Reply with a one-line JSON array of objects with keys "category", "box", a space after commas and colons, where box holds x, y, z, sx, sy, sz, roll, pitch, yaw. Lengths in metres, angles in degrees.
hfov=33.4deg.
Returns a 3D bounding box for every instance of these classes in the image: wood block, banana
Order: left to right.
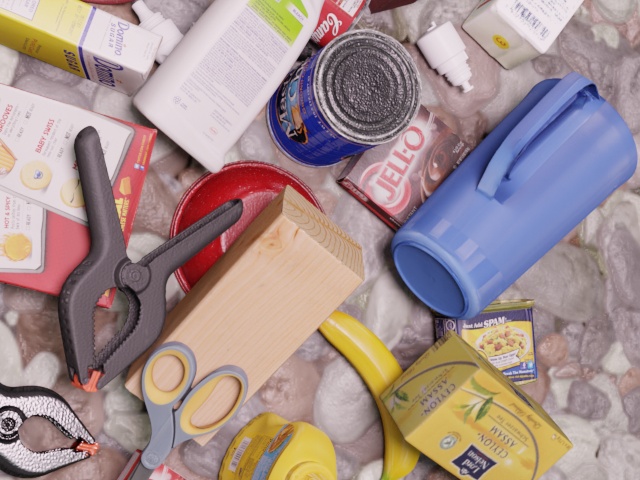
[{"category": "wood block", "box": [-0.065, 0.064, 0.920, 0.090, 0.090, 0.206, 40, 105, -12]}, {"category": "banana", "box": [0.054, 0.148, 1.032, 0.069, 0.037, 0.198, -21, 92, -22]}]

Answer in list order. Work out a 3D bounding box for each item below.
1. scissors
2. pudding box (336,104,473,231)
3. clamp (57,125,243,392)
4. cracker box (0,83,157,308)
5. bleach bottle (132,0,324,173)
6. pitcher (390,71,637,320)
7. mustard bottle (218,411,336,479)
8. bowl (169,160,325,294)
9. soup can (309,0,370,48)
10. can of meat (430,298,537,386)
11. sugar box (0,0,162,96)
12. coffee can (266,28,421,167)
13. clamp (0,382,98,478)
[{"category": "scissors", "box": [-0.149, 0.163, 0.895, 0.202, 0.016, 0.096, -40, 101, 10]}, {"category": "pudding box", "box": [0.083, -0.075, 1.060, 0.090, 0.039, 0.113, 38, 75, -13]}, {"category": "clamp", "box": [-0.168, 0.020, 0.887, 0.164, 0.036, 0.210, 33, 73, -30]}, {"category": "cracker box", "box": [-0.266, -0.045, 0.917, 0.213, 0.072, 0.164, 15, 81, -17]}, {"category": "bleach bottle", "box": [-0.053, -0.187, 0.963, 0.251, 0.068, 0.102, -49, 121, 1]}, {"category": "pitcher", "box": [0.182, -0.044, 1.021, 0.242, 0.145, 0.149, -42, 109, -23]}, {"category": "mustard bottle", "box": [-0.032, 0.201, 0.915, 0.058, 0.192, 0.096, 33, 76, -14]}, {"category": "bowl", "box": [-0.057, 0.001, 0.996, 0.162, 0.055, 0.162, 2, 85, -20]}, {"category": "soup can", "box": [-0.012, -0.237, 1.024, 0.102, 0.069, 0.068, 36, 75, -13]}, {"category": "can of meat", "box": [0.165, 0.104, 1.065, 0.102, 0.058, 0.084, -5, 89, -19]}, {"category": "sugar box", "box": [-0.233, -0.183, 0.929, 0.176, 0.093, 0.048, 23, 79, -16]}, {"category": "coffee can", "box": [0.018, -0.127, 0.987, 0.102, 0.140, 0.103, 2, 85, -20]}, {"category": "clamp", "box": [-0.279, 0.165, 0.912, 0.171, 0.039, 0.120, 29, 78, -15]}]
